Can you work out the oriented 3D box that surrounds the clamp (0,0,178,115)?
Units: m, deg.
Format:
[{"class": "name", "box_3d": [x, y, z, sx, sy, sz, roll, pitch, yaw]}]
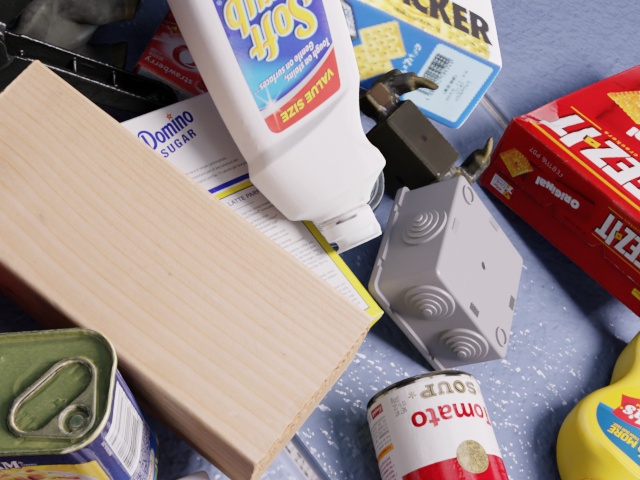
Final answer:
[{"class": "clamp", "box_3d": [-0.179, -0.108, 0.591, 0.210, 0.164, 0.036, -20, 49, -7]}]

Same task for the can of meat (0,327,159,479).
[{"class": "can of meat", "box_3d": [-0.128, 0.086, 0.471, 0.102, 0.084, 0.057, -5, 54, 7]}]

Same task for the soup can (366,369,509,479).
[{"class": "soup can", "box_3d": [0.069, 0.131, 0.587, 0.068, 0.069, 0.102, 3, 57, -28]}]

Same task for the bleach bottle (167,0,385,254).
[{"class": "bleach bottle", "box_3d": [-0.022, -0.115, 0.618, 0.102, 0.068, 0.251, -24, 89, -17]}]

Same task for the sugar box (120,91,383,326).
[{"class": "sugar box", "box_3d": [-0.054, 0.001, 0.623, 0.093, 0.048, 0.176, -27, 71, -39]}]

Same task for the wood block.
[{"class": "wood block", "box_3d": [-0.087, 0.020, 0.526, 0.206, 0.090, 0.090, 37, 71, 8]}]

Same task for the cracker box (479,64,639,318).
[{"class": "cracker box", "box_3d": [0.250, -0.049, 0.786, 0.213, 0.072, 0.164, -24, 57, -39]}]

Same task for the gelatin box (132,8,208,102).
[{"class": "gelatin box", "box_3d": [-0.071, -0.109, 0.699, 0.089, 0.030, 0.073, 28, 49, -9]}]
